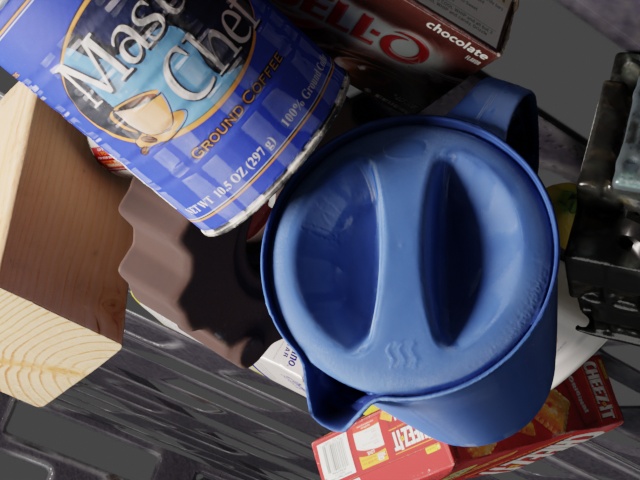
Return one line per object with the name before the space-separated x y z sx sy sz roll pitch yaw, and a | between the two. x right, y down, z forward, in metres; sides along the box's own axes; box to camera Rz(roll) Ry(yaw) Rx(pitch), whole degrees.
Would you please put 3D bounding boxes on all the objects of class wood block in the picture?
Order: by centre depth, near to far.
wood block | -0.182 -0.010 0.701 0.090 0.206 0.090 32 127 -32

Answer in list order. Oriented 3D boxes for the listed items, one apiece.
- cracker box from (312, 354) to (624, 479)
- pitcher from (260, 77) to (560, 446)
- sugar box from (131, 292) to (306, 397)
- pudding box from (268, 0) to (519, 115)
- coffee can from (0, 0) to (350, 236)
cracker box | 0.127 0.166 0.912 0.213 0.072 0.164 -3 157 -38
pitcher | 0.071 0.032 0.573 0.149 0.145 0.242 -21 157 7
sugar box | -0.066 0.075 0.892 0.176 0.048 0.093 22 164 22
pudding box | 0.023 -0.111 0.508 0.113 0.039 0.090 25 160 -15
coffee can | -0.072 -0.084 0.479 0.140 0.102 0.103 40 155 -19
